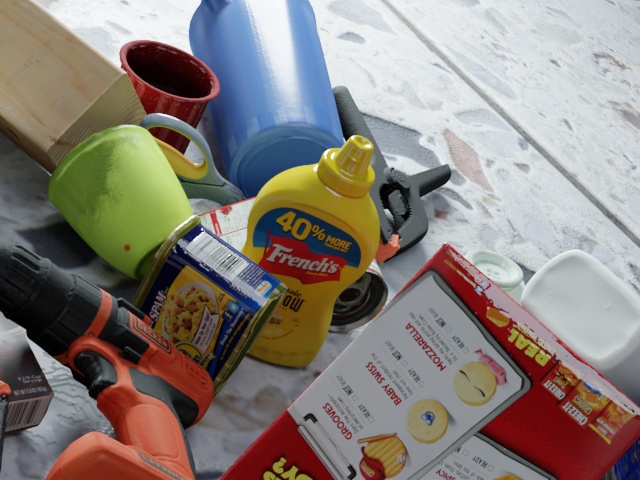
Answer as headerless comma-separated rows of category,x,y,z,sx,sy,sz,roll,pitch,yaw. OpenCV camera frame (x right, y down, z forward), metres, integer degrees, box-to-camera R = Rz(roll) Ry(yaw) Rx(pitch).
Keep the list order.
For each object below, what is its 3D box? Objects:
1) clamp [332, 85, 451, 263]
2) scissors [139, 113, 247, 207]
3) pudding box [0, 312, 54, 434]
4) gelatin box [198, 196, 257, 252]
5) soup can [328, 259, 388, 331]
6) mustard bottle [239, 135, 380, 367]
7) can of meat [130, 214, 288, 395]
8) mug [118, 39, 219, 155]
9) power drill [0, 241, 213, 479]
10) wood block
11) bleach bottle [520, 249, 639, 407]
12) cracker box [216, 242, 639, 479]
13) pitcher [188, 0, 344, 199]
clamp,0.060,-0.061,1.055,0.164,0.036,0.210,37,34,-15
scissors,-0.096,-0.033,0.916,0.201,0.096,0.016,46,29,-37
pudding box,-0.231,0.079,0.644,0.113,0.039,0.090,-3,44,-40
gelatin box,-0.056,0.001,0.865,0.089,0.030,0.073,-18,44,-3
soup can,0.009,0.017,0.896,0.068,0.069,0.102,10,36,-28
mustard bottle,-0.011,0.003,0.781,0.096,0.192,0.058,26,32,-5
can of meat,-0.082,0.047,0.750,0.084,0.102,0.057,35,32,6
mug,-0.145,-0.125,0.961,0.093,0.082,0.117,28,32,-3
power drill,-0.125,0.092,0.619,0.184,0.057,0.188,39,14,-30
wood block,-0.251,-0.144,0.867,0.206,0.091,0.090,39,77,14
bleach bottle,0.246,0.104,0.872,0.103,0.068,0.250,48,2,38
cracker box,0.066,0.135,0.651,0.164,0.213,0.072,42,-6,20
pitcher,-0.043,-0.132,1.025,0.149,0.145,0.243,3,43,-17
